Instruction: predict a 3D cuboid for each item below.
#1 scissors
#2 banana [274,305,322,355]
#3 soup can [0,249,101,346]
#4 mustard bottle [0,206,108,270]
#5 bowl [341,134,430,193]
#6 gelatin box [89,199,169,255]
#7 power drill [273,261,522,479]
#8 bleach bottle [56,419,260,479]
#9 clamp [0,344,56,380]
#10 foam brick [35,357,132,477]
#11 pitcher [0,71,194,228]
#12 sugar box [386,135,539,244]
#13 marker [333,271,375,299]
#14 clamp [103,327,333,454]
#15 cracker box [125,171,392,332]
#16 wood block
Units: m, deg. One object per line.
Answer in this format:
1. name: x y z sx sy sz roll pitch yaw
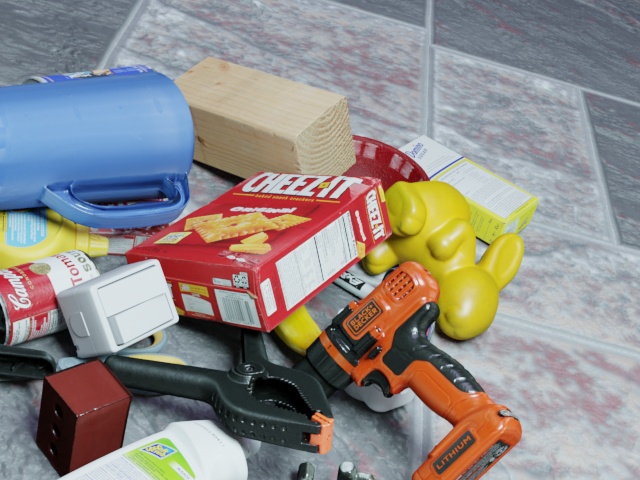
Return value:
1. scissors: -0.216 0.101 0.950 0.201 0.016 0.096 7 34 -15
2. banana: -0.023 0.053 1.066 0.070 0.037 0.197 -18 32 16
3. soup can: -0.254 0.052 0.956 0.102 0.069 0.069 -18 48 -42
4. mustard bottle: -0.299 -0.002 1.018 0.191 0.058 0.096 4 30 -18
5. bowl: 0.046 -0.060 1.255 0.162 0.055 0.162 12 35 -9
6. gelatin box: -0.204 -0.018 1.108 0.089 0.030 0.073 4 37 -20
7. power drill: 0.065 0.135 0.914 0.188 0.184 0.057 51 11 30
8. bleach bottle: -0.134 0.203 0.805 0.103 0.068 0.250 37 37 26
9. clamp: -0.317 0.101 0.870 0.172 0.039 0.120 17 25 21
10. foam brick: -0.189 0.143 0.850 0.051 0.078 0.053 -19 46 -40
11. pitcher: -0.246 -0.085 1.023 0.149 0.145 0.242 11 16 44
12. sugar box: 0.172 -0.063 1.326 0.176 0.048 0.093 30 36 24
13. marker: 0.030 0.044 1.136 0.121 0.020 0.020 31 37 19
14. clamp: -0.058 0.120 0.907 0.210 0.036 0.164 20 27 36
15. cracker box: -0.057 0.001 1.046 0.164 0.072 0.213 7 29 36
16. wood block: -0.072 -0.128 1.205 0.206 0.091 0.090 22 50 34
